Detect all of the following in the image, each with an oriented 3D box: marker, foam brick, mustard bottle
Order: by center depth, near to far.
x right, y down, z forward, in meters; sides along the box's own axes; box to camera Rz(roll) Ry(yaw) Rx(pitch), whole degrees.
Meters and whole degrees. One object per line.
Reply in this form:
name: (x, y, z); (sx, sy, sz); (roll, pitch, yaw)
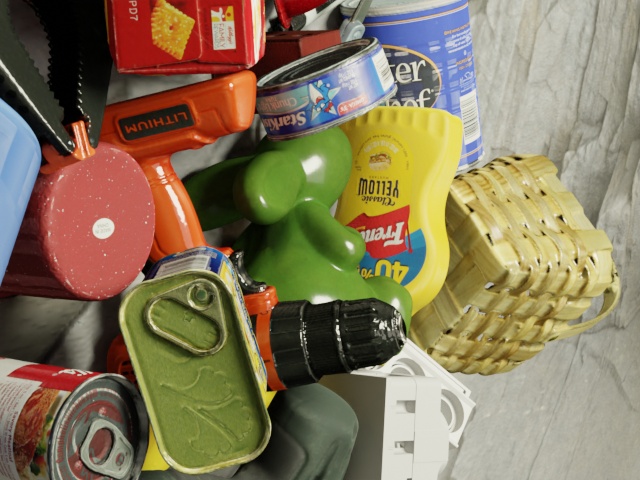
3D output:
foam brick: (-0.029, -0.115, 0.730); (0.052, 0.078, 0.051); (-26, 116, -54)
mustard bottle: (0.050, -0.003, 0.800); (0.058, 0.096, 0.191); (8, 88, -62)
marker: (-0.001, -0.182, 0.821); (0.121, 0.020, 0.020); (-46, 130, -46)

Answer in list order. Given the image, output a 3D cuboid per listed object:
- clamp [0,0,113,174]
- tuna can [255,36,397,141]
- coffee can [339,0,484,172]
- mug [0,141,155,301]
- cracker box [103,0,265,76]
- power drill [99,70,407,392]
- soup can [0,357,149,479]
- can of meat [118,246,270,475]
clamp: (-0.152, -0.135, 0.490); (0.164, 0.036, 0.210); (-3, 79, -53)
tuna can: (0.001, -0.093, 0.649); (0.086, 0.086, 0.034); (-42, 116, -48)
coffee can: (0.076, -0.131, 0.872); (0.102, 0.103, 0.140); (-36, 123, -51)
mug: (-0.144, -0.021, 0.550); (0.093, 0.082, 0.117); (-50, 133, -43)
cracker box: (-0.071, -0.176, 0.573); (0.213, 0.072, 0.164); (-96, -178, -79)
power drill: (-0.054, 0.001, 0.621); (0.057, 0.184, 0.187); (-49, 128, -74)
soup can: (-0.147, 0.095, 0.538); (0.068, 0.102, 0.068); (-8, 100, -57)
can of meat: (-0.062, 0.058, 0.560); (0.084, 0.057, 0.102); (-100, 174, -80)
